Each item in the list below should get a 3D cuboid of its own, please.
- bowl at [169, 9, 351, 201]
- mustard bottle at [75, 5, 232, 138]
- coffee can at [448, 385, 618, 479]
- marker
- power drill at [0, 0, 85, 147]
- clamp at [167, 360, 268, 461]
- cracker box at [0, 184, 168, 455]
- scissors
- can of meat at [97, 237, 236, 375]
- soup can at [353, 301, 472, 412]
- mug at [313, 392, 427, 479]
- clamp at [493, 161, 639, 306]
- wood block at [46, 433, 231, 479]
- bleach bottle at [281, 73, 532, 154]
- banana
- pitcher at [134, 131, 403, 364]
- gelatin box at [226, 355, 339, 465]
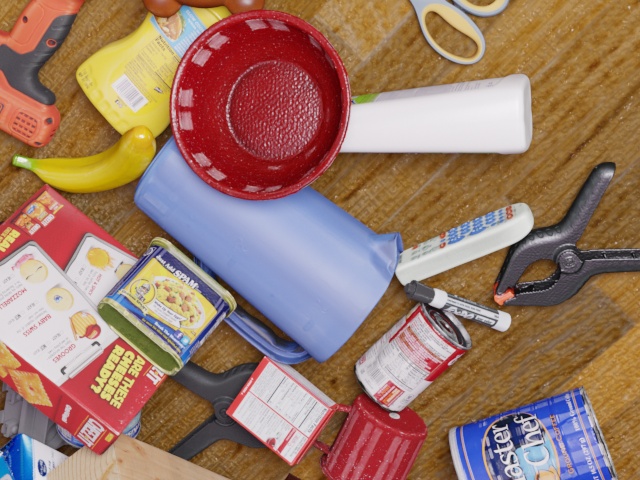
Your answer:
[{"bbox_3d":[-0.047,-0.115,0.925,0.162,0.055,0.162,1,92,14],"label":"bowl"},{"bbox_3d":[-0.127,-0.178,0.987,0.192,0.058,0.096,-36,105,16],"label":"mustard bottle"},{"bbox_3d":[0.211,0.214,1.058,0.140,0.102,0.103,-21,105,12],"label":"coffee can"},{"bbox_3d":[0.132,0.063,1.036,0.121,0.020,0.020,20,111,-25],"label":"marker"},{"bbox_3d":[-0.304,-0.203,1.002,0.184,0.057,0.188,29,112,-8],"label":"power drill"},{"bbox_3d":[-0.103,0.164,1.112,0.210,0.036,0.164,-9,106,12],"label":"clamp"},{"bbox_3d":[-0.239,0.074,1.022,0.213,0.164,0.072,39,140,-3],"label":"cracker box"},{"bbox_3d":[0.088,-0.247,0.962,0.096,0.016,0.201,-41,100,16],"label":"scissors"},{"bbox_3d":[-0.144,0.063,0.993,0.102,0.083,0.058,40,149,-2],"label":"can of meat"},{"bbox_3d":[0.090,0.113,1.056,0.068,0.068,0.102,41,109,-8],"label":"soup can"},{"bbox_3d":[0.046,0.203,1.082,0.117,0.093,0.081,24,105,-1],"label":"mug"},{"bbox_3d":[0.247,0.017,1.021,0.172,0.039,0.120,-41,95,23],"label":"clamp"},{"bbox_3d":[-0.163,0.278,1.077,0.091,0.090,0.205,-37,136,17],"label":"wood block"},{"bbox_3d":[0.063,-0.109,0.979,0.251,0.102,0.068,-2,102,16],"label":"bleach bottle"},{"bbox_3d":[-0.210,-0.072,1.011,0.198,0.069,0.037,-8,73,39],"label":"banana"},{"bbox_3d":[-0.057,0.001,1.008,0.243,0.145,0.149,37,75,-3],"label":"pitcher"},{"bbox_3d":[-0.037,0.168,1.062,0.089,0.030,0.073,37,102,12],"label":"gelatin box"}]
